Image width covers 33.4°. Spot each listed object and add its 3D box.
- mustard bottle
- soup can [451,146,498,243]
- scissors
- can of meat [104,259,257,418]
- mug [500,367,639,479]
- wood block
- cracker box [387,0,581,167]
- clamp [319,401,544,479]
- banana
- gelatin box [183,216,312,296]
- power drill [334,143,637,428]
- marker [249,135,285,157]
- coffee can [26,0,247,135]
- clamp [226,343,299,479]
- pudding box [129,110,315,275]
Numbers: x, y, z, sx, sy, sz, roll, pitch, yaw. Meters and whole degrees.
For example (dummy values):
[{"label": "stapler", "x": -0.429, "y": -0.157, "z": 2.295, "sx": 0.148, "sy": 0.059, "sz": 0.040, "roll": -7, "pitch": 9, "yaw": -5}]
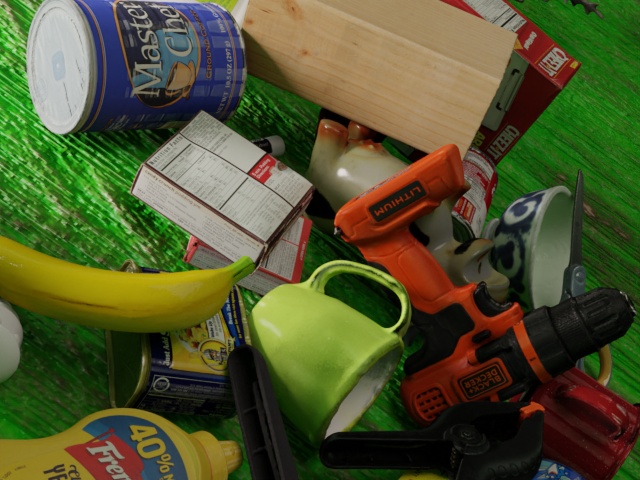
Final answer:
[{"label": "mustard bottle", "x": -0.126, "y": 0.149, "z": 0.624, "sx": 0.191, "sy": 0.058, "sz": 0.096, "roll": -9, "pitch": 59, "yaw": -40}, {"label": "soup can", "x": 0.115, "y": -0.030, "z": 0.946, "sx": 0.068, "sy": 0.069, "sz": 0.102, "roll": 33, "pitch": 42, "yaw": -5}, {"label": "scissors", "x": 0.233, "y": 0.047, "z": 0.934, "sx": 0.096, "sy": 0.016, "sz": 0.201, "roll": 30, "pitch": 69, "yaw": -30}, {"label": "can of meat", "x": -0.095, "y": 0.069, "z": 0.720, "sx": 0.083, "sy": 0.058, "sz": 0.102, "roll": 11, "pitch": 47, "yaw": -29}, {"label": "mug", "x": 0.192, "y": 0.138, "z": 0.817, "sx": 0.081, "sy": 0.117, "sz": 0.093, "roll": 35, "pitch": 68, "yaw": 4}, {"label": "wood block", "x": 0.044, "y": -0.155, "z": 0.874, "sx": 0.206, "sy": 0.090, "sz": 0.090, "roll": 24, "pitch": 41, "yaw": 2}, {"label": "cracker box", "x": 0.106, "y": -0.166, "z": 0.991, "sx": 0.214, "sy": 0.164, "sz": 0.072, "roll": 41, "pitch": 43, "yaw": 4}, {"label": "clamp", "x": 0.085, "y": 0.143, "z": 0.722, "sx": 0.120, "sy": 0.039, "sz": 0.171, "roll": 31, "pitch": 30, "yaw": 29}, {"label": "banana", "x": -0.144, "y": 0.028, "z": 0.674, "sx": 0.198, "sy": 0.037, "sz": 0.069, "roll": 7, "pitch": 24, "yaw": 3}, {"label": "gelatin box", "x": -0.056, "y": 0.001, "z": 0.828, "sx": 0.089, "sy": 0.030, "sz": 0.073, "roll": 23, "pitch": 43, "yaw": -12}, {"label": "power drill", "x": 0.110, "y": 0.027, "z": 0.779, "sx": 0.187, "sy": 0.184, "sz": 0.057, "roll": 61, "pitch": 15, "yaw": -3}, {"label": "marker", "x": -0.079, "y": -0.069, "z": 0.884, "sx": 0.120, "sy": 0.020, "sz": 0.020, "roll": -17, "pitch": 64, "yaw": -43}, {"label": "coffee can", "x": -0.143, "y": -0.137, "z": 0.837, "sx": 0.140, "sy": 0.103, "sz": 0.103, "roll": -8, "pitch": 58, "yaw": -39}, {"label": "clamp", "x": -0.029, "y": 0.180, "z": 0.629, "sx": 0.210, "sy": 0.036, "sz": 0.164, "roll": 59, "pitch": 30, "yaw": -4}, {"label": "pudding box", "x": -0.072, "y": -0.038, "z": 0.802, "sx": 0.113, "sy": 0.039, "sz": 0.090, "roll": 33, "pitch": 43, "yaw": 4}]
